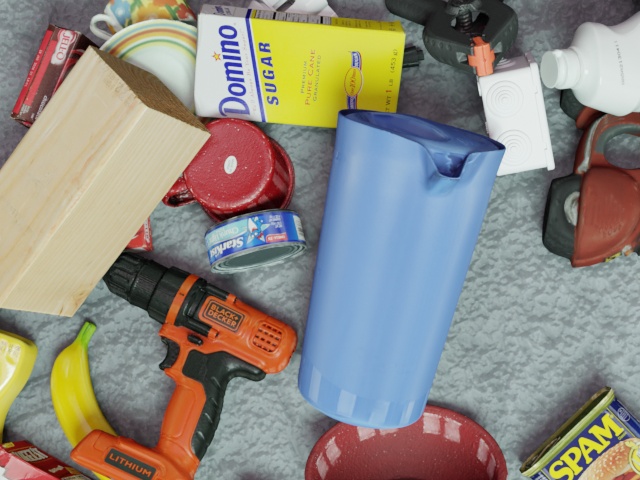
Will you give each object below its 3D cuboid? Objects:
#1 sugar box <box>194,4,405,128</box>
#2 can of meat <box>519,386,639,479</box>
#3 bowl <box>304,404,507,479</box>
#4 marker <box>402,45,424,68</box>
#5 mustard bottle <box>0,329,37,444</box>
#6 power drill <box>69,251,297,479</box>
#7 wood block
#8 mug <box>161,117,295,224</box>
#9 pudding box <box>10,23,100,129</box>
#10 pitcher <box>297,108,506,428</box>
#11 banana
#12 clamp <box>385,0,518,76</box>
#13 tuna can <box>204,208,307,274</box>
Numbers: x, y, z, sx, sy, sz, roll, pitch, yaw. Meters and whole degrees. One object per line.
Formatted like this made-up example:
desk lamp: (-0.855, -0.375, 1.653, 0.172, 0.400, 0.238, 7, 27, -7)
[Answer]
sugar box: (-0.020, -0.148, 0.924, 0.176, 0.048, 0.093, 3, 115, -4)
can of meat: (0.229, 0.185, 0.872, 0.102, 0.057, 0.084, -44, 82, 0)
bowl: (0.069, 0.203, 0.863, 0.162, 0.162, 0.055, -1, 122, 7)
marker: (0.034, -0.156, 0.964, 0.121, 0.020, 0.020, -11, 81, 6)
mustard bottle: (-0.325, 0.167, 0.943, 0.096, 0.058, 0.191, 17, 84, 11)
power drill: (-0.135, 0.117, 0.909, 0.184, 0.057, 0.187, 25, 73, 7)
wood block: (-0.200, -0.045, 0.889, 0.090, 0.090, 0.206, 46, 105, 27)
mug: (-0.085, -0.056, 0.933, 0.117, 0.081, 0.093, -16, 80, 5)
pudding box: (-0.216, -0.128, 0.944, 0.039, 0.113, 0.090, 21, 85, 17)
pitcher: (0.054, 0.018, 0.865, 0.145, 0.149, 0.243, 20, 106, 28)
banana: (-0.185, 0.169, 0.936, 0.069, 0.037, 0.198, -33, 79, 2)
clamp: (0.113, -0.189, 0.908, 0.120, 0.171, 0.039, -14, 122, 15)
tuna can: (-0.056, 0.001, 0.919, 0.086, 0.086, 0.034, -15, 79, 5)
